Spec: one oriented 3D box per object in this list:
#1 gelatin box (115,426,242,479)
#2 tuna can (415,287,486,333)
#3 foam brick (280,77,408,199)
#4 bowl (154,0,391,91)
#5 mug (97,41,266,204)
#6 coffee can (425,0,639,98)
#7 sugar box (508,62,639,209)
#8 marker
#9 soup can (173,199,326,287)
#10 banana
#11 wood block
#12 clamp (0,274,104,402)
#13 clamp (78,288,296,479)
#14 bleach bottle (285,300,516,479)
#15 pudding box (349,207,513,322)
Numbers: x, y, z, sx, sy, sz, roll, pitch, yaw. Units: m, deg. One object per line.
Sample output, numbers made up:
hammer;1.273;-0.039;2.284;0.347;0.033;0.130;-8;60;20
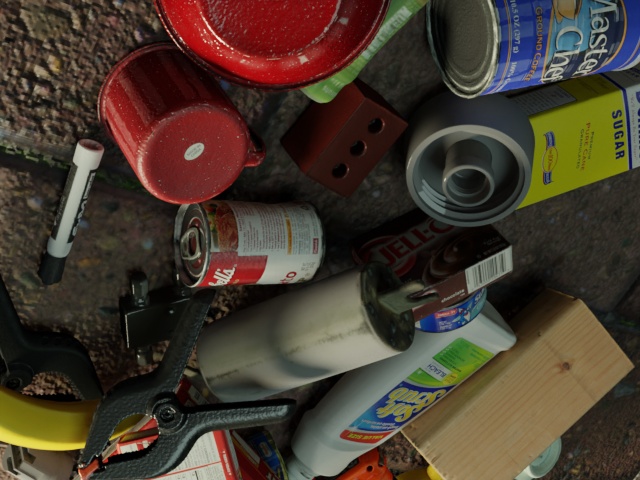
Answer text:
gelatin box;-0.112;0.184;0.861;0.089;0.030;0.073;-15;96;4
tuna can;0.103;0.040;0.939;0.086;0.086;0.034;-25;134;-10
foam brick;0.018;-0.083;0.821;0.052;0.051;0.078;26;108;-40
bowl;-0.031;-0.165;0.672;0.162;0.055;0.162;0;114;0
mug;-0.089;-0.076;0.746;0.117;0.082;0.093;15;116;-36
coffee can;0.165;-0.169;0.802;0.140;0.103;0.103;-13;129;-20
sugar box;0.228;-0.094;0.933;0.176;0.048;0.093;-18;130;-15
marker;-0.184;-0.018;0.781;0.020;0.020;0.121;7;121;-33
soup can;-0.055;0.001;0.833;0.102;0.069;0.069;-1;124;-29
banana;-0.209;0.128;0.821;0.197;0.037;0.069;9;96;-42
wood block;0.186;0.151;1.032;0.206;0.090;0.091;-41;101;-4
clamp;-0.239;0.091;0.822;0.209;0.036;0.165;26;107;-43
clamp;-0.117;0.119;0.820;0.171;0.120;0.039;-27;177;-6
bleach bottle;0.063;0.146;1.017;0.251;0.068;0.102;-45;138;13
pudding box;0.094;0.014;0.912;0.113;0.090;0.039;-24;134;-12
